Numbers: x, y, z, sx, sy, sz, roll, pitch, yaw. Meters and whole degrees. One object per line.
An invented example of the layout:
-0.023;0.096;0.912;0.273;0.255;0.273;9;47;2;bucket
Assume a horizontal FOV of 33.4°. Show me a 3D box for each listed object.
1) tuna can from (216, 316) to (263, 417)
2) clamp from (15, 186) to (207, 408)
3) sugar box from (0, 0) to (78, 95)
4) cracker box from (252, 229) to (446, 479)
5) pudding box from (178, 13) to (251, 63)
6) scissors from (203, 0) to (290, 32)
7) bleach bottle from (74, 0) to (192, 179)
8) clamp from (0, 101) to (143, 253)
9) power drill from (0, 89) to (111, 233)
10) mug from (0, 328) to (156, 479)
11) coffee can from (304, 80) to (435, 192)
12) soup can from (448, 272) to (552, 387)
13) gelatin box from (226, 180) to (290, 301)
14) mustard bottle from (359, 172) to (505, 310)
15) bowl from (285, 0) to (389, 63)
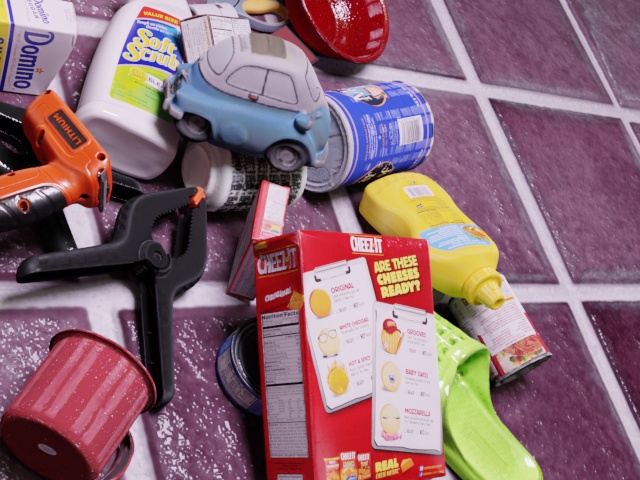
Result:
-0.048;0.112;0.943;0.086;0.034;0.086;21;48;-25;tuna can
-0.157;0.017;0.909;0.164;0.036;0.209;43;43;-23;clamp
-0.307;-0.176;0.918;0.175;0.093;0.048;5;56;-35;sugar box
0.025;0.104;0.920;0.163;0.072;0.214;4;78;-44;cracker box
-0.096;-0.167;1.068;0.089;0.039;0.113;-18;97;-65;pudding box
-0.122;-0.274;1.199;0.201;0.016;0.096;0;57;-38;scissors
-0.178;-0.181;1.041;0.102;0.068;0.251;24;47;-27;bleach bottle
-0.243;-0.053;0.916;0.171;0.039;0.120;35;39;-13;clamp
-0.274;-0.050;0.833;0.187;0.057;0.184;-30;66;-29;power drill
-0.177;0.135;0.795;0.081;0.093;0.117;-59;137;-42;mug
0.039;-0.113;1.135;0.140;0.103;0.103;-17;70;-44;coffee can
0.187;0.093;1.119;0.068;0.069;0.102;-12;66;-43;soup can
-0.056;0.001;0.981;0.030;0.089;0.073;17;48;-10;gelatin box
0.126;0.005;1.097;0.096;0.058;0.192;-6;39;-33;mustard bottle
0.009;-0.276;1.255;0.161;0.055;0.162;21;60;-43;bowl
